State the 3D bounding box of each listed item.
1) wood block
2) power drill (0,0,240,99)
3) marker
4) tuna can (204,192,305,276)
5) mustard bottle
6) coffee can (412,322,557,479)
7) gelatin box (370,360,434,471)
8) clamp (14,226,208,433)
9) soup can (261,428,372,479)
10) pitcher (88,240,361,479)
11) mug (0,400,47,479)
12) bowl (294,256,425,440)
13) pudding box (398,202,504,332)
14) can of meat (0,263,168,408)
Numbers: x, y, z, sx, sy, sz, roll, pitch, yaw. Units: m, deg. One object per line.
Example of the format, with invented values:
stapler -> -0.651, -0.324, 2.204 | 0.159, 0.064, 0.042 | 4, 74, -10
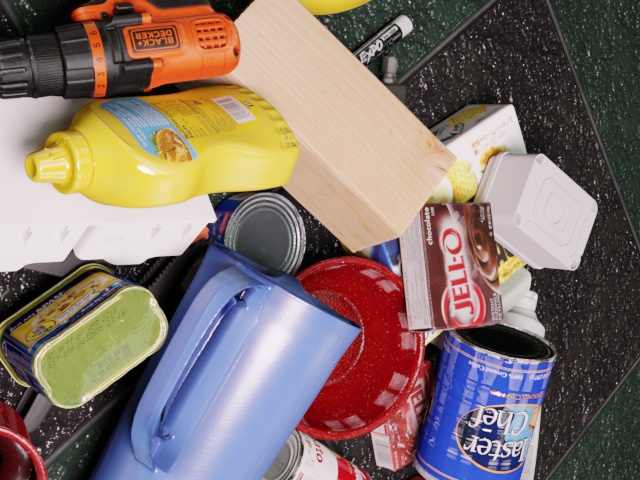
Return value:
wood block -> -0.004, -0.097, 0.866 | 0.206, 0.090, 0.090 | 43, 65, -13
power drill -> -0.161, -0.190, 0.747 | 0.184, 0.057, 0.187 | -10, 81, -23
marker -> 0.041, -0.171, 0.983 | 0.121, 0.020, 0.020 | -42, 119, -29
tuna can -> -0.056, 0.001, 0.909 | 0.085, 0.034, 0.086 | -4, 97, -39
mustard bottle -> -0.112, -0.062, 0.727 | 0.191, 0.096, 0.058 | -14, 137, -43
coffee can -> 0.151, 0.154, 0.991 | 0.102, 0.103, 0.140 | 0, 109, -40
gelatin box -> 0.082, 0.169, 1.041 | 0.073, 0.030, 0.089 | -21, 108, -37
clamp -> -0.180, 0.025, 0.807 | 0.209, 0.036, 0.164 | -35, 116, -28
soup can -> -0.010, 0.214, 0.945 | 0.102, 0.069, 0.068 | 39, 70, -35
pitcher -> -0.087, 0.129, 0.805 | 0.149, 0.145, 0.243 | 31, 90, -24
mug -> -0.243, 0.146, 0.725 | 0.093, 0.082, 0.117 | -35, 110, -10
bowl -> 0.011, 0.092, 0.945 | 0.161, 0.055, 0.162 | -3, 96, -24
pudding box -> 0.116, 0.023, 0.950 | 0.089, 0.039, 0.113 | -2, 82, -39
can of meat -> -0.167, 0.066, 0.747 | 0.102, 0.084, 0.057 | -37, 115, -23
